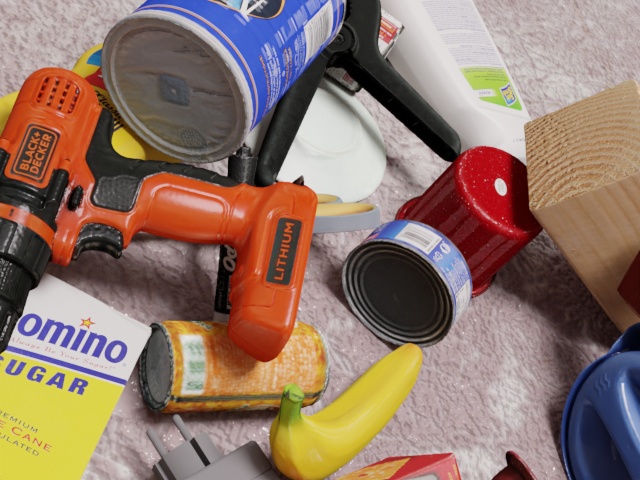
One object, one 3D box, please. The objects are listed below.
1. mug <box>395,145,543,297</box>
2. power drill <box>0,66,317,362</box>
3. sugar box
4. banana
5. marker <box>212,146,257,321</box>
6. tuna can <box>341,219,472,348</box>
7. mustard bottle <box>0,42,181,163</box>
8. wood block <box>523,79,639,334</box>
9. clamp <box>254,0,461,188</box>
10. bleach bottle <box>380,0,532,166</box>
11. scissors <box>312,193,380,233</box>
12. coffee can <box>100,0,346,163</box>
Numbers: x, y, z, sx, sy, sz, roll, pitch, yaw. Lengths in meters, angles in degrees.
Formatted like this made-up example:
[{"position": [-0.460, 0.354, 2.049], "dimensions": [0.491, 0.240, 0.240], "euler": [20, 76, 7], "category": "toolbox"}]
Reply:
[{"position": [0.125, -0.017, 0.804], "dimensions": [0.117, 0.082, 0.093], "euler": [-5, 61, -34], "category": "mug"}, {"position": [-0.103, 0.005, 0.592], "dimensions": [0.187, 0.057, 0.184], "euler": [19, 61, -13], "category": "power drill"}, {"position": [-0.166, 0.100, 0.568], "dimensions": [0.093, 0.048, 0.176], "euler": [28, 49, -10], "category": "sugar box"}, {"position": [0.016, 0.107, 0.648], "dimensions": [0.037, 0.070, 0.197], "euler": [38, 16, 17], "category": "banana"}, {"position": [-0.054, 0.001, 0.675], "dimensions": [0.020, 0.020, 0.121], "euler": [2, 98, -31], "category": "marker"}, {"position": [0.059, 0.029, 0.728], "dimensions": [0.086, 0.086, 0.033], "euler": [44, 46, 3], "category": "tuna can"}, {"position": [-0.131, -0.085, 0.712], "dimensions": [0.096, 0.058, 0.191], "euler": [42, 46, 4], "category": "mustard bottle"}, {"position": [0.239, -0.008, 0.799], "dimensions": [0.206, 0.090, 0.090], "euler": [46, 35, -37], "category": "wood block"}, {"position": [0.000, -0.136, 0.789], "dimensions": [0.164, 0.036, 0.210], "euler": [-18, 84, -22], "category": "clamp"}, {"position": [0.113, -0.135, 0.896], "dimensions": [0.102, 0.068, 0.251], "euler": [-10, 66, -36], "category": "bleach bottle"}, {"position": [-0.061, -0.017, 0.726], "dimensions": [0.201, 0.016, 0.096], "euler": [-1, 12, -5], "category": "scissors"}, {"position": [-0.058, -0.130, 0.680], "dimensions": [0.103, 0.103, 0.140], "euler": [38, 48, -3], "category": "coffee can"}]
